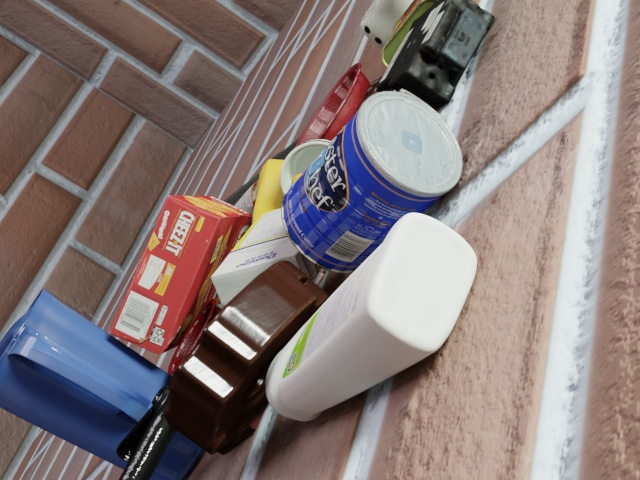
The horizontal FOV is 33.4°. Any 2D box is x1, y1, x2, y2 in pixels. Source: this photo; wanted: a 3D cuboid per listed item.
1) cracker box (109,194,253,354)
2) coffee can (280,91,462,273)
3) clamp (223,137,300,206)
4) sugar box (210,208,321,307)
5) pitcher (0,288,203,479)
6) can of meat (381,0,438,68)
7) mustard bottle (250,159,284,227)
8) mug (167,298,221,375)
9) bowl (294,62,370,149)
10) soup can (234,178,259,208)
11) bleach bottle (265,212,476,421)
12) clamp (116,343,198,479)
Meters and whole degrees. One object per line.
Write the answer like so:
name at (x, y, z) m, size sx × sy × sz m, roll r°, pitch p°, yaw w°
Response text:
cracker box at (-0.150, 0.034, 1.223) m, size 0.213 × 0.072 × 0.164 m, roll -13°, pitch -53°, yaw -83°
coffee can at (0.042, -0.048, 0.933) m, size 0.141 × 0.102 × 0.102 m, roll -45°, pitch 17°, yaw 46°
clamp at (-0.050, -0.113, 1.577) m, size 0.210 × 0.036 × 0.164 m, roll -39°, pitch -1°, yaw 33°
sugar box at (-0.039, 0.011, 1.085) m, size 0.093 × 0.048 × 0.176 m, roll -14°, pitch 20°, yaw 19°
pitcher at (-0.237, 0.168, 1.154) m, size 0.145 × 0.242 × 0.149 m, roll -51°, pitch 13°, yaw 26°
can of meat at (0.121, -0.247, 1.240) m, size 0.102 × 0.057 × 0.084 m, roll -49°, pitch 11°, yaw 32°
mustard bottle at (-0.059, 0.002, 1.261) m, size 0.096 × 0.058 × 0.191 m, roll 89°, pitch -172°, yaw -50°
mug at (-0.099, 0.120, 1.117) m, size 0.093 × 0.081 × 0.117 m, roll -61°, pitch 12°, yaw -16°
bowl at (0.025, -0.145, 1.363) m, size 0.162 × 0.055 × 0.162 m, roll -54°, pitch 12°, yaw 17°
soup can at (-0.076, -0.047, 1.488) m, size 0.102 × 0.068 × 0.068 m, roll -41°, pitch 20°, yaw 56°
bleach bottle at (0.019, 0.075, 0.814) m, size 0.251 × 0.068 × 0.102 m, roll -44°, pitch 16°, yaw 56°
clamp at (-0.146, 0.168, 1.029) m, size 0.171 × 0.039 × 0.120 m, roll -55°, pitch 19°, yaw 8°
